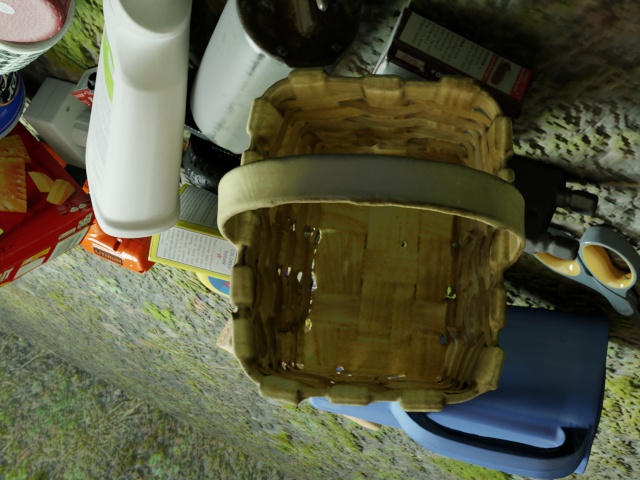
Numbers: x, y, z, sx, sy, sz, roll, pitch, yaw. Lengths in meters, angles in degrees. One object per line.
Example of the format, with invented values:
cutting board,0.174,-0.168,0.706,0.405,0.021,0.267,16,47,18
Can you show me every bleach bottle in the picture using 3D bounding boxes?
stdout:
bleach bottle,-0.124,-0.107,0.745,0.068,0.102,0.251,-8,152,-19

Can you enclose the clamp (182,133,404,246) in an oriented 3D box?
clamp,-0.039,-0.039,0.882,0.164,0.036,0.210,8,-161,-40

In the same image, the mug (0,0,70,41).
mug,-0.199,-0.176,0.683,0.093,0.081,0.117,13,159,-18

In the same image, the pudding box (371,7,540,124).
pudding box,0.073,-0.087,0.665,0.090,0.039,0.113,26,163,-1

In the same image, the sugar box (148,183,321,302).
sugar box,-0.045,0.005,0.889,0.176,0.048,0.093,17,-156,2

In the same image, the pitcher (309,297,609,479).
pitcher,0.113,0.114,0.891,0.243,0.145,0.149,9,168,10

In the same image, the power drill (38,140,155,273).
power drill,-0.239,-0.031,1.208,0.185,0.057,0.187,24,159,20

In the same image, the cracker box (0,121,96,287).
cracker box,-0.339,-0.059,1.002,0.214,0.163,0.072,46,132,8
